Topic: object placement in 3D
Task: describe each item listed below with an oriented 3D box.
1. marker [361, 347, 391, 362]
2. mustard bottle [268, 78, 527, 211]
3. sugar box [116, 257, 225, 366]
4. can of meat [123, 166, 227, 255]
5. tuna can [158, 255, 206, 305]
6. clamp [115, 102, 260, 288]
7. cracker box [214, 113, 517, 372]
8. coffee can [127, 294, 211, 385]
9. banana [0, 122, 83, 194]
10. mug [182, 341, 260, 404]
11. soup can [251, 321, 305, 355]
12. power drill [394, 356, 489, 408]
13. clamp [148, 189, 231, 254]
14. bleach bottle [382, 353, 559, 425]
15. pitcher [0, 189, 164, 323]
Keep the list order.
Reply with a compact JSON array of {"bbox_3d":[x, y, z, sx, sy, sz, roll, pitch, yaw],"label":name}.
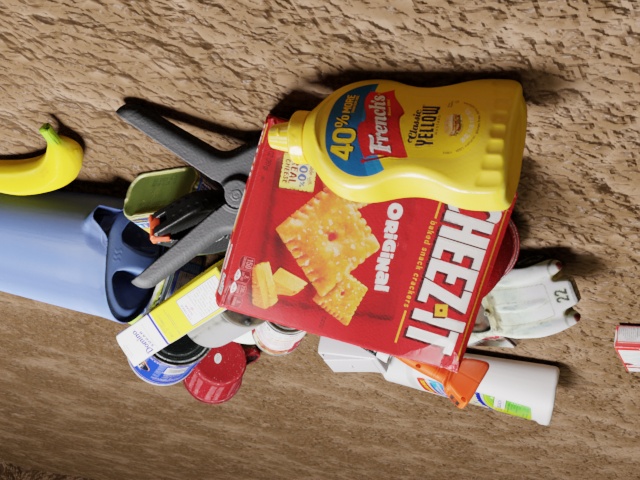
[{"bbox_3d":[0.036,0.114,1.330,0.121,0.020,0.020,29,163,17],"label":"marker"},{"bbox_3d":[0.052,-0.074,0.792,0.192,0.096,0.058,4,158,22],"label":"mustard bottle"},{"bbox_3d":[-0.129,0.064,1.113,0.177,0.093,0.048,-30,93,35],"label":"sugar box"},{"bbox_3d":[-0.134,-0.029,1.067,0.102,0.057,0.083,-6,150,38],"label":"can of meat"},{"bbox_3d":[-0.163,0.054,1.251,0.033,0.086,0.086,19,158,-12],"label":"tuna can"},{"bbox_3d":[-0.077,-0.033,0.940,0.210,0.164,0.036,4,-167,1],"label":"clamp"},{"bbox_3d":[0.035,0.002,0.891,0.213,0.164,0.072,16,-172,-7],"label":"cracker box"},{"bbox_3d":[-0.205,0.135,1.455,0.102,0.103,0.140,17,158,-11],"label":"coffee can"},{"bbox_3d":[-0.289,-0.076,1.070,0.069,0.037,0.198,45,144,-24],"label":"banana"},{"bbox_3d":[-0.143,0.184,1.582,0.117,0.093,0.082,-14,161,-19],"label":"mug"},{"bbox_3d":[-0.046,0.097,1.318,0.068,0.068,0.102,15,158,-5],"label":"soup can"},{"bbox_3d":[0.099,0.117,1.217,0.188,0.057,0.184,32,174,12],"label":"power drill"},{"bbox_3d":[-0.072,-0.015,1.008,0.171,0.039,0.120,-10,138,5],"label":"clamp"},{"bbox_3d":[0.183,0.180,1.407,0.251,0.068,0.102,10,159,13],"label":"bleach bottle"},{"bbox_3d":[-0.299,0.010,1.161,0.243,0.149,0.144,10,-167,17],"label":"pitcher"}]
